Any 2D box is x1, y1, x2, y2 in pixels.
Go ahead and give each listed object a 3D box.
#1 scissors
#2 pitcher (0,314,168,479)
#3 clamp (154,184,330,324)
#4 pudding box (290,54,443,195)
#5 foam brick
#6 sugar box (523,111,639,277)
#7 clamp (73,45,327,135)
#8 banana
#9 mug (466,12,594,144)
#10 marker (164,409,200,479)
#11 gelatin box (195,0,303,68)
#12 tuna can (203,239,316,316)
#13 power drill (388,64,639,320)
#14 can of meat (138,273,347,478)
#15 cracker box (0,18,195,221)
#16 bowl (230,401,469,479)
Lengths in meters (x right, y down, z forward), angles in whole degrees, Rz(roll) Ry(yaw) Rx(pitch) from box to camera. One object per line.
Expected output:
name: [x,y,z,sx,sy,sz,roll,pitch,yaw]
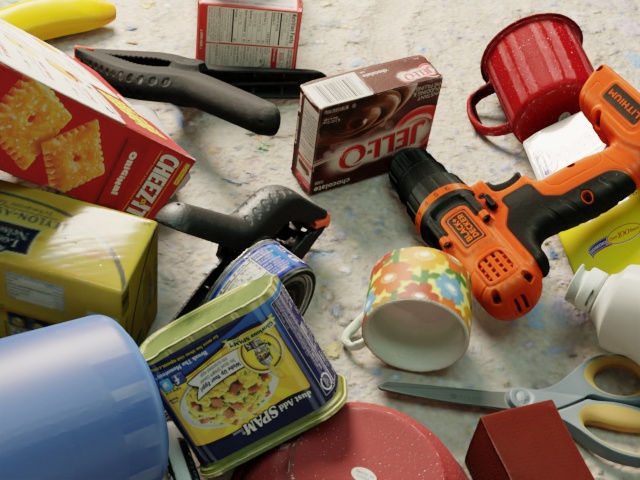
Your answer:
scissors: [0.147,0.098,0.729,0.202,0.016,0.096,18,45,8]
pitcher: [-0.216,0.122,0.583,0.242,0.145,0.149,-18,64,-29]
clamp: [-0.055,0.001,0.724,0.039,0.120,0.171,29,45,23]
pudding box: [0.036,-0.091,0.841,0.113,0.090,0.039,-16,49,-22]
foam brick: [0.130,0.147,0.654,0.053,0.051,0.078,-9,48,-16]
sugar box: [0.223,-0.028,0.814,0.093,0.048,0.176,-26,48,15]
clamp: [-0.101,-0.131,0.880,0.210,0.036,0.164,14,20,17]
banana: [-0.262,-0.168,0.908,0.069,0.037,0.197,41,53,5]
mug: [0.181,-0.127,0.908,0.117,0.093,0.081,-23,52,12]
marker: [-0.084,0.140,0.649,0.020,0.020,0.121,-11,49,-19]
gelatin box: [-0.062,-0.179,0.920,0.089,0.073,0.030,3,47,-6]
tuna can: [-0.041,0.044,0.703,0.034,0.086,0.086,35,51,21]
power drill: [0.158,-0.048,0.795,0.187,0.057,0.184,-35,48,2]
can of meat: [-0.048,0.079,0.637,0.102,0.084,0.057,-29,13,8]
cracker box: [-0.213,-0.099,0.726,0.213,0.072,0.164,27,11,-49]
bowl: [0.024,0.152,0.631,0.162,0.055,0.162,4,46,-4]
